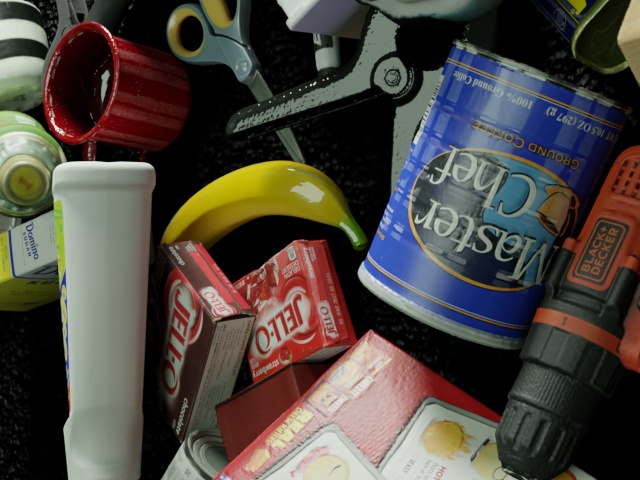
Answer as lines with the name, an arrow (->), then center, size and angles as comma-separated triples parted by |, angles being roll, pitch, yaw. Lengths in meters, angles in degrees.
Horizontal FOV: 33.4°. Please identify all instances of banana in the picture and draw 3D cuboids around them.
banana -> -0.052, -0.018, 0.755 | 0.198, 0.037, 0.069 | -8, 79, 41

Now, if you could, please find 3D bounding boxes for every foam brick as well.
foam brick -> -0.021, 0.118, 0.700 | 0.078, 0.052, 0.051 | -34, 63, 35

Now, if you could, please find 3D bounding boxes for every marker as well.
marker -> 0.003, -0.147, 0.733 | 0.020, 0.020, 0.121 | -14, 75, 39

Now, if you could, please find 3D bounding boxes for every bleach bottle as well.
bleach bottle -> -0.150, 0.074, 0.741 | 0.103, 0.068, 0.251 | -179, 88, -74

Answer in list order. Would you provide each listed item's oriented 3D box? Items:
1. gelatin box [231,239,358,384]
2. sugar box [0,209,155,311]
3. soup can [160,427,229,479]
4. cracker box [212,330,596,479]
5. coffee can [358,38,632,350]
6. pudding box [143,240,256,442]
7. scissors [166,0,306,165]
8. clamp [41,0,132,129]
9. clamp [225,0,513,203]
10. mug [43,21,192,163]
gelatin box -> -0.020, 0.049, 0.710 | 0.089, 0.030, 0.073 | -34, 66, 48
sugar box -> -0.226, 0.020, 0.866 | 0.177, 0.093, 0.048 | -16, 76, 40
soup can -> -0.085, 0.189, 0.737 | 0.069, 0.068, 0.102 | 44, 113, 36
cracker box -> 0.050, 0.167, 0.568 | 0.164, 0.072, 0.214 | -42, 48, -19
coffee can -> 0.093, -0.025, 0.583 | 0.103, 0.102, 0.140 | 31, 105, 39
pudding box -> -0.092, 0.070, 0.754 | 0.090, 0.039, 0.114 | 48, 134, 42
scissors -> -0.068, -0.123, 0.797 | 0.096, 0.016, 0.202 | -31, 65, 36
clamp -> -0.191, -0.174, 0.898 | 0.120, 0.039, 0.171 | -3, 82, 44
clamp -> 0.055, -0.087, 0.659 | 0.210, 0.036, 0.165 | -46, 72, 16
mug -> -0.155, -0.102, 0.826 | 0.093, 0.081, 0.117 | 0, 84, 41
